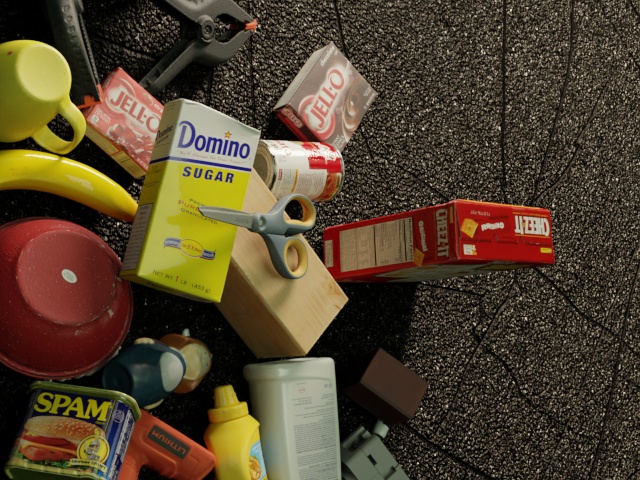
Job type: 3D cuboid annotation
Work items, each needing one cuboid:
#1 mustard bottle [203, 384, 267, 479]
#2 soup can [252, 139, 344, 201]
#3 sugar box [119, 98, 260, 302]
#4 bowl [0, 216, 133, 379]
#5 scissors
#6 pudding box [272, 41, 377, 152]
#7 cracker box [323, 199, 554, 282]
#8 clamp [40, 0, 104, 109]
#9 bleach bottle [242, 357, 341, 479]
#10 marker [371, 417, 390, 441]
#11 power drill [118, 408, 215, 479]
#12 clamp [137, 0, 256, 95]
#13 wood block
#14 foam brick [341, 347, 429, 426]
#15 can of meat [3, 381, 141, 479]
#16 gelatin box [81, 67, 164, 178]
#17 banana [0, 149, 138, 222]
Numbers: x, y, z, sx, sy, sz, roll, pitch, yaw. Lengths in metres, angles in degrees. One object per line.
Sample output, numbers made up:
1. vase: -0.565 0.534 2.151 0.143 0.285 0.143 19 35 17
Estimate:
1. mustard bottle: -0.081 0.242 1.086 0.096 0.058 0.191 2 77 -83
2. soup can: -0.033 -0.077 1.195 0.102 0.069 0.068 -2 83 -41
3. sugar box: -0.121 -0.037 1.009 0.093 0.048 0.176 21 77 -34
4. bowl: -0.240 0.043 0.976 0.161 0.055 0.162 13 62 -26
5. scissors: -0.057 0.001 1.035 0.201 0.016 0.096 -19 106 -60
6. pudding box: 0.006 -0.163 1.263 0.090 0.039 0.113 46 56 -25
7. cracker box: 0.132 0.004 1.224 0.163 0.214 0.072 2 81 -40
8. clamp: -0.246 -0.229 1.005 0.036 0.164 0.210 -14 100 -4
9. bleach bottle: -0.024 0.255 1.149 0.102 0.068 0.251 -1 85 -41
10. marker: 0.080 0.206 1.274 0.020 0.020 0.121 44 57 -26
11. power drill: -0.173 0.265 0.991 0.184 0.057 0.187 35 56 -7
12. clamp: -0.137 -0.215 1.144 0.171 0.039 0.120 -5 109 -48
13. wood block: -0.077 0.018 1.126 0.206 0.090 0.090 54 53 -20
14. foam brick: 0.075 0.170 1.241 0.078 0.053 0.051 37 60 -11
15. can of meat: -0.222 0.180 0.954 0.057 0.102 0.084 86 14 -54
16. gelatin box: -0.196 -0.120 1.087 0.089 0.030 0.073 43 57 -27
17. banana: -0.260 -0.052 1.012 0.197 0.037 0.069 2 70 -43
